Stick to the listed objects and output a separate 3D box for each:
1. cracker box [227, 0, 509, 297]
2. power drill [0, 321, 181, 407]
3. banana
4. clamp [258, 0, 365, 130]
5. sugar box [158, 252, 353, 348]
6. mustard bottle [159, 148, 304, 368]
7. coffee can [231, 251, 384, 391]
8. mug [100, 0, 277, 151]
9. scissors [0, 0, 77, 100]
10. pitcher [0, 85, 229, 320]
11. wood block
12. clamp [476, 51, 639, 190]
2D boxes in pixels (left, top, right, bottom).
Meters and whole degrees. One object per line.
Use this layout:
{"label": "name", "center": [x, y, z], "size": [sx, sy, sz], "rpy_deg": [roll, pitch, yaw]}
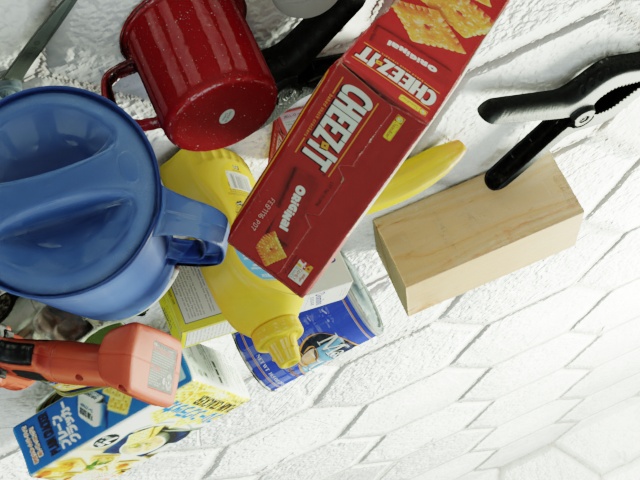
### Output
{"label": "cracker box", "center": [0.036, -0.086, 0.711], "size": [0.164, 0.072, 0.213], "rpy_deg": [-56, 179, 40]}
{"label": "power drill", "center": [-0.215, 0.087, 0.822], "size": [0.188, 0.057, 0.184], "rpy_deg": [4, 167, 16]}
{"label": "banana", "center": [0.049, -0.052, 1.024], "size": [0.197, 0.037, 0.070], "rpy_deg": [-14, 154, -23]}
{"label": "clamp", "center": [-0.023, -0.123, 0.813], "size": [0.171, 0.039, 0.120], "rpy_deg": [-31, 152, 10]}
{"label": "sugar box", "center": [-0.068, 0.034, 1.021], "size": [0.176, 0.093, 0.048], "rpy_deg": [-14, 154, -22]}
{"label": "mustard bottle", "center": [-0.061, 0.016, 0.867], "size": [0.058, 0.192, 0.096], "rpy_deg": [-35, 156, 21]}
{"label": "coffee can", "center": [-0.016, 0.089, 1.170], "size": [0.140, 0.103, 0.102], "rpy_deg": [-29, 156, 10]}
{"label": "mug", "center": [-0.090, -0.110, 0.719], "size": [0.117, 0.081, 0.093], "rpy_deg": [-21, 156, -9]}
{"label": "scissors", "center": [-0.205, -0.094, 0.726], "size": [0.202, 0.016, 0.096], "rpy_deg": [-34, 156, 19]}
{"label": "pitcher", "center": [-0.156, -0.007, 0.756], "size": [0.145, 0.149, 0.243], "rpy_deg": [-36, 172, -8]}
{"label": "wood block", "center": [0.170, -0.009, 1.164], "size": [0.206, 0.090, 0.091], "rpy_deg": [-23, 156, -4]}
{"label": "clamp", "center": [0.243, -0.133, 1.043], "size": [0.210, 0.036, 0.164], "rpy_deg": [-30, 156, 6]}
